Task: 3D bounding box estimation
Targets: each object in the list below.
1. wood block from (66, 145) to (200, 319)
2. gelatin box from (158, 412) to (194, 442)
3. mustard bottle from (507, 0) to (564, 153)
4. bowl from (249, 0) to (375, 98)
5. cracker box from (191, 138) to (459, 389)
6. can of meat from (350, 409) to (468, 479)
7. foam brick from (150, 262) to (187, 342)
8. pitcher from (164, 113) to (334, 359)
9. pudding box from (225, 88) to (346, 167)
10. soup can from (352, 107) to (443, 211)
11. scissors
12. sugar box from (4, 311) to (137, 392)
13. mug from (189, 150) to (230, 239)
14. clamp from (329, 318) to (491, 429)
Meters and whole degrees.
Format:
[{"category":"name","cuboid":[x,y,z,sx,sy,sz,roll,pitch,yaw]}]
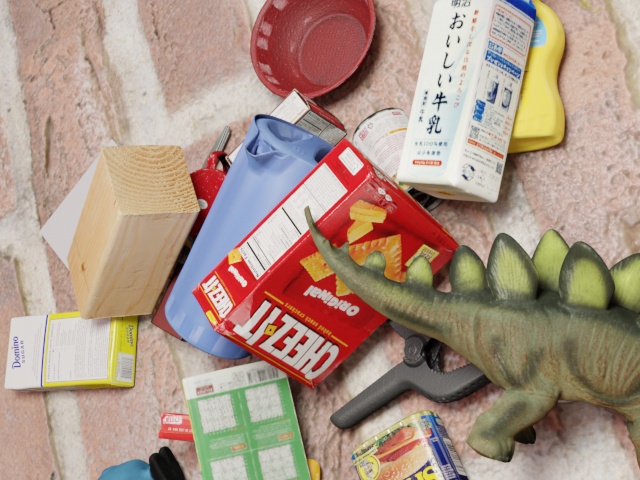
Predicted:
[{"category":"wood block","cuboid":[-0.212,-0.006,1.180,0.206,0.090,0.091,-57,45,48]},{"category":"gelatin box","cuboid":[-0.119,0.204,1.152,0.073,0.089,0.030,-1,76,30]},{"category":"mustard bottle","cuboid":[0.201,-0.188,1.095,0.096,0.058,0.191,-6,74,35]},{"category":"bowl","cuboid":[0.001,-0.229,1.223,0.162,0.055,0.162,-9,72,28]},{"category":"cracker box","cuboid":[0.009,0.030,1.043,0.214,0.164,0.072,-45,44,8]},{"category":"can of meat","cuboid":[0.088,0.226,1.047,0.102,0.057,0.084,-33,60,17]},{"category":"foam brick","cuboid":[-0.147,0.074,1.226,0.051,0.052,0.078,25,90,33]},{"category":"pitcher","cuboid":[-0.057,0.001,1.122,0.243,0.149,0.145,-60,12,17]},{"category":"pudding box","cuboid":[-0.037,-0.107,1.191,0.113,0.089,0.039,-45,60,12]},{"category":"soup can","cuboid":[0.084,-0.082,1.127,0.069,0.068,0.102,-37,61,16]},{"category":"scissors","cuboid":[-0.146,-0.033,1.277,0.202,0.016,0.096,-50,60,9]},{"category":"sugar box","cuboid":[-0.306,0.136,1.305,0.177,0.048,0.093,-7,73,32]},{"category":"mug","cuboid":[-0.116,-0.045,1.215,0.093,0.081,0.117,0,77,19]},{"category":"clamp","cuboid":[0.096,0.122,1.067,0.210,0.036,0.164,7,80,42]}]
